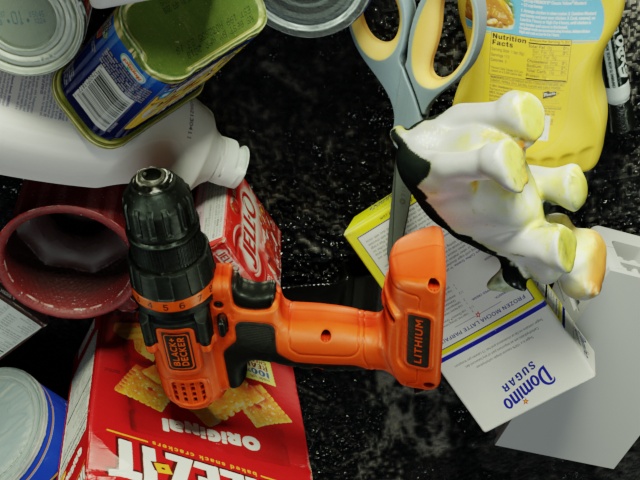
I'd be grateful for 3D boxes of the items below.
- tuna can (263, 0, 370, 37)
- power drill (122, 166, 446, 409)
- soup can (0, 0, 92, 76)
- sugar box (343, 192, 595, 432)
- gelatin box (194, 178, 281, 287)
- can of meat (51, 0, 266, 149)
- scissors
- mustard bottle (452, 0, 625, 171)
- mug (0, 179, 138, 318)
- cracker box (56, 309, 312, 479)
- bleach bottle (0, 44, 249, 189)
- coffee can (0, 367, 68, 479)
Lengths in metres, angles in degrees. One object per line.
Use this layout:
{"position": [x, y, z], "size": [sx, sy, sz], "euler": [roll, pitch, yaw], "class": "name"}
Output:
{"position": [-0.007, -0.160, 0.610], "size": [0.086, 0.033, 0.086], "euler": [8, 129, 10], "class": "tuna can"}
{"position": [-0.020, 0.030, 0.641], "size": [0.187, 0.057, 0.184], "euler": [1, 134, 6], "class": "power drill"}
{"position": [-0.156, -0.143, 0.584], "size": [0.068, 0.102, 0.068], "euler": [-2, 129, -2], "class": "soup can"}
{"position": [0.105, 0.038, 0.741], "size": [0.093, 0.048, 0.176], "euler": [-31, 102, 21], "class": "sugar box"}
{"position": [-0.055, 0.001, 0.713], "size": [0.030, 0.089, 0.073], "euler": [-22, 126, 16], "class": "gelatin box"}
{"position": [-0.089, -0.107, 0.600], "size": [0.057, 0.101, 0.084], "euler": [53, 140, -6], "class": "can of meat"}
{"position": [0.042, -0.082, 0.670], "size": [0.096, 0.016, 0.202], "euler": [34, 129, 16], "class": "scissors"}
{"position": [0.129, -0.133, 0.633], "size": [0.096, 0.058, 0.192], "euler": [11, 130, 17], "class": "mustard bottle"}
{"position": [-0.155, -0.001, 0.711], "size": [0.093, 0.081, 0.117], "euler": [-28, 125, 18], "class": "mug"}
{"position": [-0.093, 0.144, 0.745], "size": [0.164, 0.214, 0.072], "euler": [21, 113, -18], "class": "cracker box"}
{"position": [-0.159, -0.073, 0.630], "size": [0.250, 0.102, 0.068], "euler": [17, 146, -26], "class": "bleach bottle"}
{"position": [-0.212, 0.171, 0.811], "size": [0.103, 0.103, 0.140], "euler": [-22, 142, 14], "class": "coffee can"}
